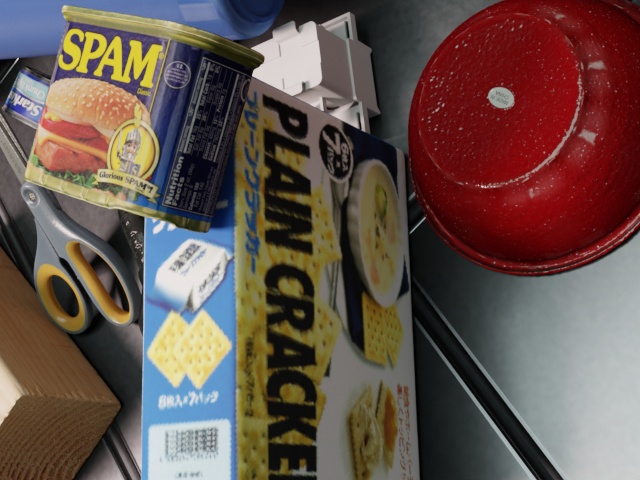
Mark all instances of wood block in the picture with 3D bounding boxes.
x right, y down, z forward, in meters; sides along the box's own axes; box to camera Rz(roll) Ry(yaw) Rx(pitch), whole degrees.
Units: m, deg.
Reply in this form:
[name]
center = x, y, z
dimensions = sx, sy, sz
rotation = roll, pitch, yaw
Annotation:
[wood block]
center = -0.243, 0.079, 0.751
dimensions = 0.206, 0.090, 0.090
rotation = 43, 104, 35

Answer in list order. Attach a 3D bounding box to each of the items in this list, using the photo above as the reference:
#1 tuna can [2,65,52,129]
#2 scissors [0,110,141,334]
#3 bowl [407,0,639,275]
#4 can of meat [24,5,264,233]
[tuna can]
center = -0.174, -0.089, 0.743
dimensions = 0.086, 0.086, 0.034
rotation = 29, 95, 37
[scissors]
center = -0.198, -0.016, 0.731
dimensions = 0.202, 0.016, 0.096
rotation = 50, 128, 2
[bowl]
center = 0.103, -0.065, 0.556
dimensions = 0.162, 0.055, 0.162
rotation = -9, 74, 34
[can of meat]
center = -0.083, -0.056, 0.488
dimensions = 0.102, 0.057, 0.084
rotation = 17, 93, 39
